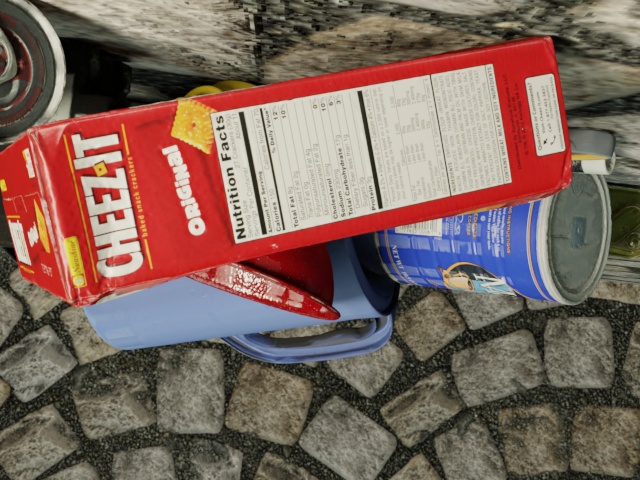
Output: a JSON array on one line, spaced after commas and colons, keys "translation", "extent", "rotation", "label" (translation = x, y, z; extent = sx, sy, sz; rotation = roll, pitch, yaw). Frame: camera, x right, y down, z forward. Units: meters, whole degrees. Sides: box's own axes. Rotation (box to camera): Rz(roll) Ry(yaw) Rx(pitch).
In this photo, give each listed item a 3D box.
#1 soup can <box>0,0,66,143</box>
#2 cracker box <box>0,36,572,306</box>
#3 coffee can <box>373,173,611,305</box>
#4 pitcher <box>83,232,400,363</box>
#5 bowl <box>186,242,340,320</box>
[{"translation": [-0.176, -0.079, 0.504], "extent": [0.068, 0.068, 0.102], "rotation": [10, 177, -43], "label": "soup can"}, {"translation": [-0.024, -0.029, 0.472], "extent": [0.213, 0.072, 0.164], "rotation": [-13, -175, -20], "label": "cracker box"}, {"translation": [0.124, -0.012, 0.772], "extent": [0.141, 0.103, 0.102], "rotation": [5, 177, 39], "label": "coffee can"}, {"translation": [-0.062, 0.024, 0.851], "extent": [0.243, 0.149, 0.144], "rotation": [-13, 164, 21], "label": "pitcher"}, {"translation": [-0.055, 0.001, 0.706], "extent": [0.162, 0.055, 0.162], "rotation": [19, 170, 3], "label": "bowl"}]
